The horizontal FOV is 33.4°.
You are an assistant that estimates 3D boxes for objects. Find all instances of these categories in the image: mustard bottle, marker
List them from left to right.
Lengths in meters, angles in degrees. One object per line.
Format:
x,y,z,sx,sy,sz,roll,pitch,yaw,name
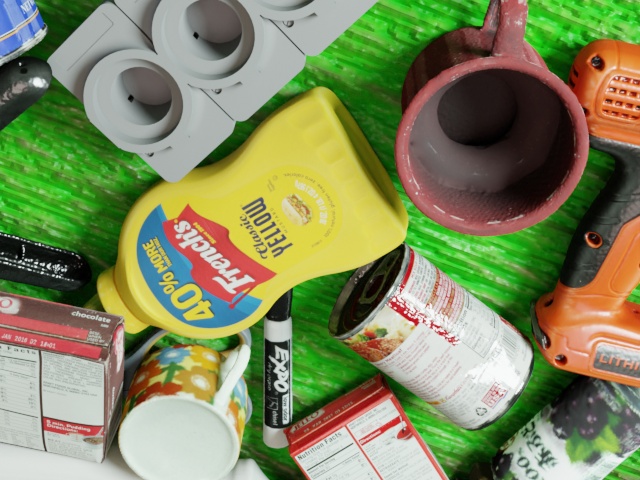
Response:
-0.054,0.001,0.597,0.192,0.058,0.096,-29,104,16,mustard bottle
-0.026,0.074,0.655,0.020,0.020,0.121,2,117,1,marker

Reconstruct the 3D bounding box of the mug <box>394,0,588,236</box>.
0.084,-0.072,0.542,0.093,0.081,0.117,5,117,0,mug

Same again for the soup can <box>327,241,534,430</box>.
0.065,0.055,0.615,0.102,0.068,0.069,37,112,-16,soup can

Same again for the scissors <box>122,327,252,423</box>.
-0.131,0.101,0.675,0.202,0.016,0.096,-19,114,12,scissors

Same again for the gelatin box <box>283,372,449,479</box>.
0.030,0.137,0.671,0.073,0.030,0.089,-31,114,2,gelatin box

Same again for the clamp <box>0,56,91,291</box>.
-0.224,-0.021,0.548,0.209,0.036,0.165,-6,137,-17,clamp

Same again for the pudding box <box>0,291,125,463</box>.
-0.162,0.080,0.617,0.090,0.039,0.114,12,136,-1,pudding box
